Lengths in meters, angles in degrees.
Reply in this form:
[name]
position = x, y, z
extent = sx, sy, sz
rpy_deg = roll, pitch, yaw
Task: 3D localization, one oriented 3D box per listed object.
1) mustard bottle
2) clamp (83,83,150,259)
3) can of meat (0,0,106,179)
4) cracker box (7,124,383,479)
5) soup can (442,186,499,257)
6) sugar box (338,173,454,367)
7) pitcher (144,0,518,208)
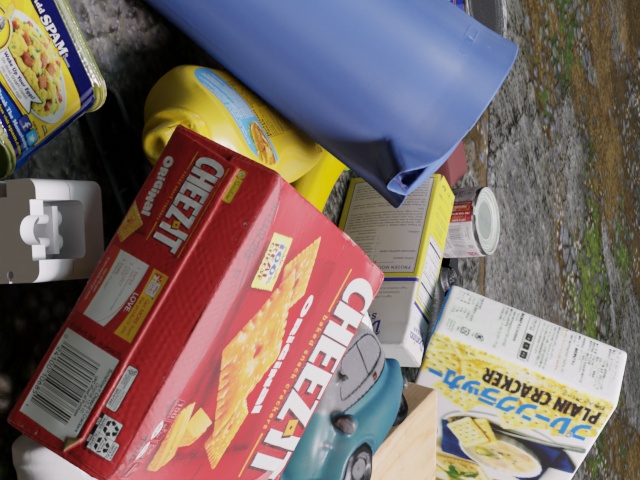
[mustard bottle]
position = -0.065, -0.073, 0.710
extent = 0.096, 0.058, 0.191
rpy_deg = 54, 21, 2
[clamp]
position = -0.097, 0.025, 0.658
extent = 0.164, 0.036, 0.210
rpy_deg = -107, 178, -53
[can of meat]
position = -0.172, -0.093, 0.562
extent = 0.083, 0.058, 0.102
rpy_deg = -54, 133, -46
[cracker box]
position = -0.050, 0.053, 0.585
extent = 0.164, 0.072, 0.213
rpy_deg = -61, 157, -5
[soup can]
position = 0.114, -0.016, 1.032
extent = 0.068, 0.102, 0.068
rpy_deg = 10, 78, -60
[sugar box]
position = 0.055, 0.025, 0.930
extent = 0.048, 0.093, 0.176
rpy_deg = 50, 46, -48
[pitcher]
position = 0.001, -0.147, 0.705
extent = 0.145, 0.243, 0.149
rpy_deg = -54, -175, 1
